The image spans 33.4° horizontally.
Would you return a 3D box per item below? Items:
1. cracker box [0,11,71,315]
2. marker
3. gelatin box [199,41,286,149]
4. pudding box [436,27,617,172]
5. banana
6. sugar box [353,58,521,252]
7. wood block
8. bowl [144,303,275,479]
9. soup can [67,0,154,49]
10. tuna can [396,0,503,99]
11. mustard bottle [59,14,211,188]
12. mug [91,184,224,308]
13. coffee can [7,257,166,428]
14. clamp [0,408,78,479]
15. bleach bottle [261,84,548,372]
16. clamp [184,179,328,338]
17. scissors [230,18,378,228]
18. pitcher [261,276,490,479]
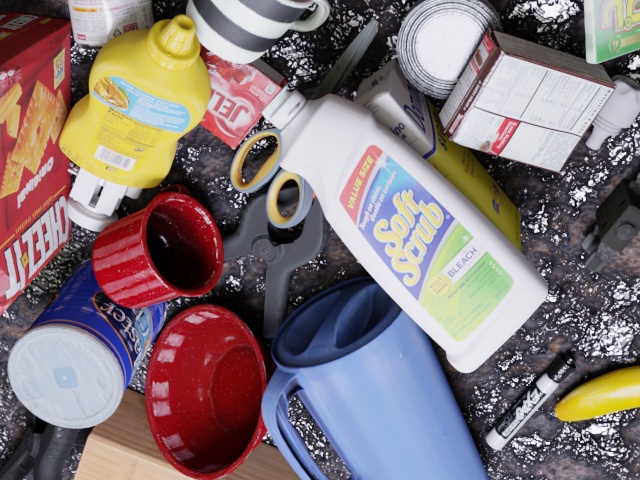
[{"bbox_3d":[-0.267,-0.067,0.896,0.072,0.164,0.214,9,116,7],"label":"cracker box"},{"bbox_3d":[0.198,0.150,0.999,0.020,0.020,0.121,33,116,-7],"label":"marker"},{"bbox_3d":[-0.085,-0.133,0.907,0.089,0.030,0.073,38,116,-8],"label":"gelatin box"},{"bbox_3d":[0.163,-0.109,0.847,0.113,0.039,0.090,11,126,-25],"label":"pudding box"},{"bbox_3d":[0.315,0.141,0.965,0.198,0.037,0.070,2,115,9],"label":"banana"},{"bbox_3d":[0.097,-0.060,0.876,0.048,0.093,0.176,-33,106,21],"label":"sugar box"},{"bbox_3d":[-0.131,0.237,1.059,0.206,0.090,0.091,22,118,-1],"label":"wood block"},{"bbox_3d":[-0.092,0.141,0.999,0.162,0.055,0.162,-7,80,40],"label":"bowl"},{"bbox_3d":[-0.174,-0.213,0.864,0.068,0.068,0.102,0,116,10],"label":"soup can"},{"bbox_3d":[0.105,-0.159,0.860,0.086,0.033,0.086,4,116,8],"label":"tuna can"},{"bbox_3d":[-0.143,-0.117,0.867,0.096,0.058,0.192,24,144,-15],"label":"mustard bottle"},{"bbox_3d":[-0.144,0.002,0.941,0.082,0.117,0.093,-19,142,39],"label":"mug"},{"bbox_3d":[-0.208,0.089,0.973,0.103,0.140,0.103,4,116,8],"label":"coffee can"},{"bbox_3d":[-0.270,0.208,1.054,0.036,0.165,0.210,8,113,-35],"label":"clamp"},{"bbox_3d":[0.052,-0.017,0.813,0.250,0.068,0.103,42,100,-8],"label":"bleach bottle"},{"bbox_3d":[-0.056,0.001,0.963,0.120,0.039,0.172,27,117,-7],"label":"clamp"},{"bbox_3d":[-0.003,-0.083,0.870,0.202,0.016,0.096,-35,74,38],"label":"scissors"},{"bbox_3d":[0.057,0.167,0.967,0.149,0.145,0.243,-22,113,15],"label":"pitcher"}]
